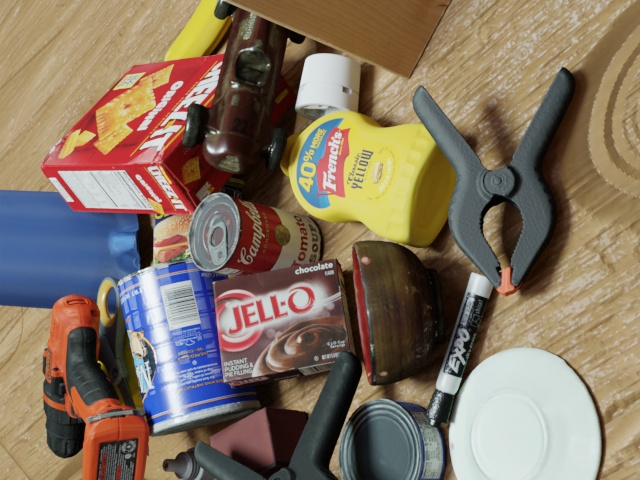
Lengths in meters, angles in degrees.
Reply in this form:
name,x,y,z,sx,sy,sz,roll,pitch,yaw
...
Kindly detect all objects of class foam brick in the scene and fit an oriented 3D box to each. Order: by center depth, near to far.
name,x,y,z,sx,sy,sz,roll,pitch,yaw
foam brick,-0.051,0.184,0.928,0.078,0.052,0.051,-32,59,35

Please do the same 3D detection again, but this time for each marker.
name,x,y,z,sx,sy,sz,roll,pitch,yaw
marker,0.105,0.084,0.812,0.020,0.020,0.121,19,91,46

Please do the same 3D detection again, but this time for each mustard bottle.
name,x,y,z,sx,sy,sz,roll,pitch,yaw
mustard bottle,0.028,-0.060,0.902,0.192,0.058,0.096,18,92,46

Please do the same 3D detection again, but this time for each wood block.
name,x,y,z,sx,sy,sz,roll,pitch,yaw
wood block,-0.001,-0.214,0.861,0.090,0.205,0.091,41,110,43

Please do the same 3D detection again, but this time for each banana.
name,x,y,z,sx,sy,sz,roll,pitch,yaw
banana,-0.115,-0.241,1.104,0.198,0.037,0.070,-51,50,24

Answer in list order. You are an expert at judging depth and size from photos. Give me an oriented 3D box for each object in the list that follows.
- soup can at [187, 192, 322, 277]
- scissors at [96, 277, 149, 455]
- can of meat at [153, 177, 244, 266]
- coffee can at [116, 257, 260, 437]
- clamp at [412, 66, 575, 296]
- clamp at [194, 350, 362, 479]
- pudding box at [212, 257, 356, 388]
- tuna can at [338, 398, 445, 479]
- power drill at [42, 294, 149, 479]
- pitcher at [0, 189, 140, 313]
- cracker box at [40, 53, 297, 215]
name,x,y,z,sx,sy,sz,roll,pitch,yaw
soup can,-0.056,0.001,0.940,0.069,0.102,0.068,-13,71,43
scissors,-0.193,0.111,1.046,0.202,0.016,0.096,42,113,45
can of meat,-0.120,-0.011,1.043,0.102,0.057,0.084,-14,73,43
coffee can,-0.120,0.096,0.965,0.103,0.102,0.140,-25,74,39
clamp,0.142,-0.048,0.788,0.120,0.039,0.171,-15,81,19
clamp,-0.017,0.183,0.805,0.165,0.036,0.210,-38,33,10
pudding box,-0.031,0.071,0.907,0.113,0.039,0.090,-11,70,6
tuna can,0.056,0.168,0.836,0.086,0.033,0.086,-13,72,43
power drill,-0.219,0.170,0.999,0.188,0.057,0.184,47,135,50
pitcher,-0.322,0.010,1.109,0.145,0.242,0.149,51,123,39
cracker box,-0.152,-0.105,1.033,0.214,0.072,0.164,3,47,47
